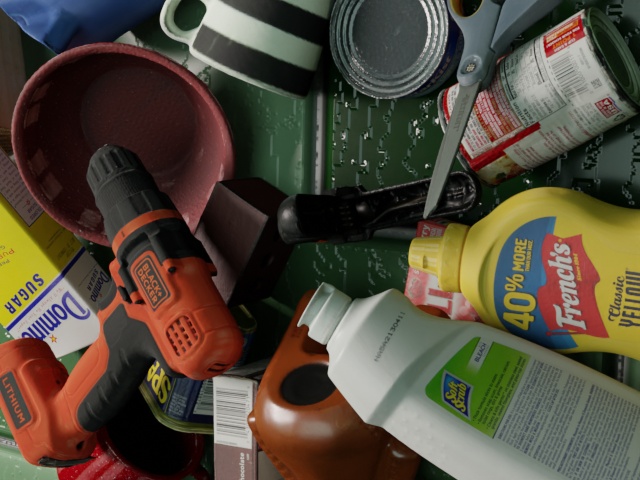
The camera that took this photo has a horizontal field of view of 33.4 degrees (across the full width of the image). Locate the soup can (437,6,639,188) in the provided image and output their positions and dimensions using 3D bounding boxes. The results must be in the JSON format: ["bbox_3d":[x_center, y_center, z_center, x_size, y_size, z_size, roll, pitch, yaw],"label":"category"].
[{"bbox_3d":[0.129,-0.083,0.624,0.102,0.068,0.068,-28,81,31],"label":"soup can"}]

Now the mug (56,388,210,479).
[{"bbox_3d":[-0.140,0.167,0.820,0.117,0.093,0.082,35,124,-16],"label":"mug"}]

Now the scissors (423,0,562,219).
[{"bbox_3d":[0.104,-0.106,0.598,0.096,0.016,0.201,-18,48,33],"label":"scissors"}]

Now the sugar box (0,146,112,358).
[{"bbox_3d":[-0.238,0.012,0.835,0.093,0.048,0.176,-25,110,32],"label":"sugar box"}]

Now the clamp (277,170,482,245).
[{"bbox_3d":[0.010,-0.015,0.665,0.172,0.120,0.039,162,104,-66],"label":"clamp"}]

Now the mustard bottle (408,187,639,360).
[{"bbox_3d":[0.145,0.019,0.607,0.192,0.058,0.096,8,113,18],"label":"mustard bottle"}]

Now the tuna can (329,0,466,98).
[{"bbox_3d":[0.050,-0.134,0.687,0.086,0.033,0.086,4,98,32],"label":"tuna can"}]

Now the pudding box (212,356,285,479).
[{"bbox_3d":[-0.034,0.141,0.741,0.039,0.089,0.113,5,98,30],"label":"pudding box"}]

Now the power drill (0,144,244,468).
[{"bbox_3d":[-0.153,0.052,0.732,0.188,0.057,0.184,-44,61,24],"label":"power drill"}]

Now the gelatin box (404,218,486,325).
[{"bbox_3d":[0.091,0.036,0.684,0.073,0.030,0.089,18,105,29],"label":"gelatin box"}]

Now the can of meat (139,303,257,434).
[{"bbox_3d":[-0.092,0.078,0.773,0.102,0.057,0.084,42,117,56],"label":"can of meat"}]

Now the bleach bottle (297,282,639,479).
[{"bbox_3d":[0.106,0.093,0.593,0.251,0.102,0.068,30,143,5],"label":"bleach bottle"}]

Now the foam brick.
[{"bbox_3d":[-0.055,0.001,0.759,0.051,0.052,0.078,35,113,24],"label":"foam brick"}]

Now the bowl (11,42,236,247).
[{"bbox_3d":[-0.138,-0.075,0.776,0.162,0.055,0.162,2,120,4],"label":"bowl"}]
